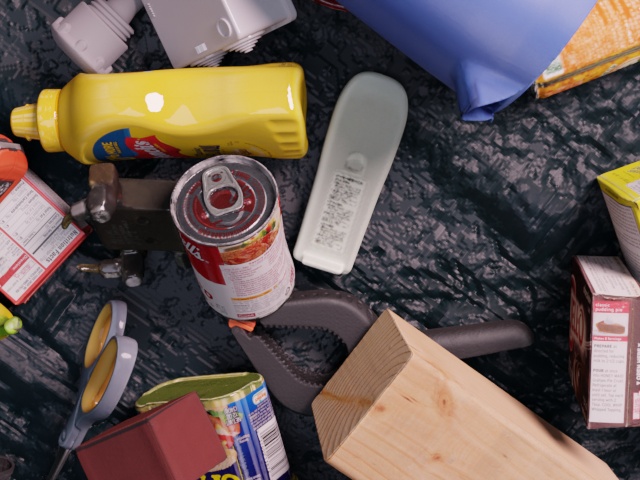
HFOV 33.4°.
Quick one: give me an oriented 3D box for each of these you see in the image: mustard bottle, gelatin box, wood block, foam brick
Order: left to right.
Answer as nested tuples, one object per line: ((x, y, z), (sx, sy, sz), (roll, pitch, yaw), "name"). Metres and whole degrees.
((-0.216, -0.011, 0.745), (0.089, 0.030, 0.073), (43, 98, -7), "gelatin box")
((-0.111, 0.141, 0.704), (0.078, 0.052, 0.051), (-27, 88, 35), "foam brick")
((-0.105, -0.081, 0.694), (0.191, 0.096, 0.058), (-2, 84, 2), "mustard bottle")
((0.105, 0.149, 0.714), (0.206, 0.091, 0.090), (35, 99, -14), "wood block")

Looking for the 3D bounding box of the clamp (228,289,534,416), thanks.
((0.028, 0.104, 0.762), (0.210, 0.036, 0.165), (19, 101, -6), "clamp")

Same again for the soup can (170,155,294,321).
((-0.055, 0.001, 0.700), (0.068, 0.102, 0.068), (-3, 57, 5), "soup can")

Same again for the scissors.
((-0.175, 0.120, 0.771), (0.016, 0.096, 0.202), (18, 133, -24), "scissors")

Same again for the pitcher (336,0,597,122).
((0.048, -0.193, 0.604), (0.243, 0.149, 0.145), (35, 115, -3), "pitcher")

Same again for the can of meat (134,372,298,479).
((-0.075, 0.141, 0.748), (0.102, 0.057, 0.084), (-9, 100, 33), "can of meat")
